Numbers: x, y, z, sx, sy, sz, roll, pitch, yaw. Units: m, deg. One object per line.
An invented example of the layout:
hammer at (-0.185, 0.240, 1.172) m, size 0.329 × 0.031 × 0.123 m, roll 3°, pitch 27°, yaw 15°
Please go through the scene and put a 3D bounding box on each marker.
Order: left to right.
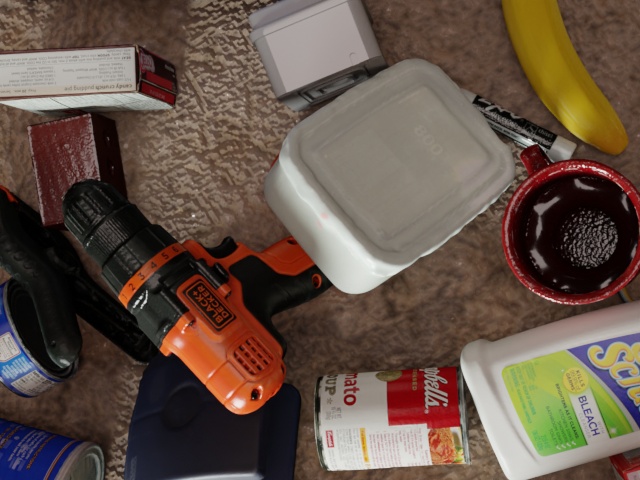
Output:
marker at (0.124, -0.088, 0.762) m, size 0.121 × 0.020 × 0.020 m, roll 28°, pitch 93°, yaw 8°

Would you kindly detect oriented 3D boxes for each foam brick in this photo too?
foam brick at (-0.178, -0.050, 0.789) m, size 0.051 × 0.053 × 0.078 m, roll -10°, pitch 88°, yaw 8°

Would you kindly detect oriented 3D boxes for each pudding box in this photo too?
pudding box at (-0.170, -0.115, 0.770) m, size 0.113 × 0.090 × 0.039 m, roll -3°, pitch 89°, yaw 9°

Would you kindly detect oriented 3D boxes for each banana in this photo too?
banana at (0.165, -0.153, 0.747) m, size 0.070 × 0.037 × 0.198 m, roll -10°, pitch 88°, yaw 9°

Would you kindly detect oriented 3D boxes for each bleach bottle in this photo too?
bleach bottle at (0.227, 0.075, 0.699) m, size 0.251 × 0.068 × 0.102 m, roll -23°, pitch 88°, yaw 17°

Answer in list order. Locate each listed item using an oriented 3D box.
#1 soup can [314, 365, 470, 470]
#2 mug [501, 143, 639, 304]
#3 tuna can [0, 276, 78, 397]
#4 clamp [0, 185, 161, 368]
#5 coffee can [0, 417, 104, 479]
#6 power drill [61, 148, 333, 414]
soup can at (0.051, 0.124, 0.744) m, size 0.102 × 0.068 × 0.068 m, roll -5°, pitch 88°, yaw 9°
mug at (0.170, -0.013, 0.716) m, size 0.093 × 0.081 × 0.117 m, roll -36°, pitch 74°, yaw 17°
tuna can at (-0.215, 0.070, 0.776) m, size 0.034 × 0.086 × 0.086 m, roll -28°, pitch 85°, yaw 9°
clamp at (-0.186, 0.030, 0.778) m, size 0.039 × 0.120 × 0.171 m, roll -41°, pitch 63°, yaw 8°
coffee can at (-0.241, 0.178, 0.769) m, size 0.140 × 0.102 × 0.103 m, roll 14°, pitch 91°, yaw 9°
power drill at (-0.055, 0.001, 0.713) m, size 0.184 × 0.057 × 0.187 m, roll 48°, pitch 52°, yaw 6°
